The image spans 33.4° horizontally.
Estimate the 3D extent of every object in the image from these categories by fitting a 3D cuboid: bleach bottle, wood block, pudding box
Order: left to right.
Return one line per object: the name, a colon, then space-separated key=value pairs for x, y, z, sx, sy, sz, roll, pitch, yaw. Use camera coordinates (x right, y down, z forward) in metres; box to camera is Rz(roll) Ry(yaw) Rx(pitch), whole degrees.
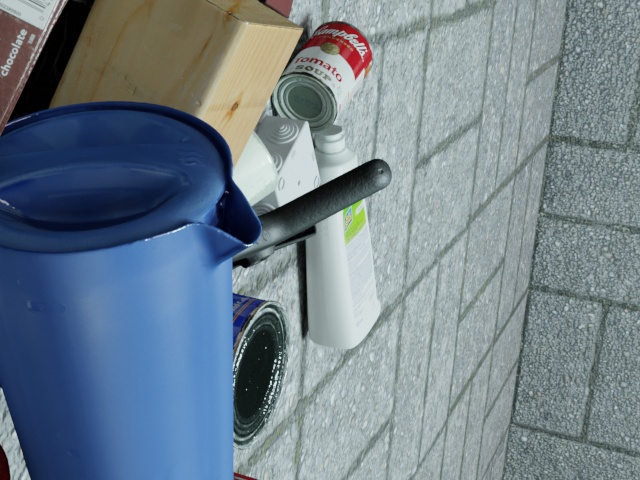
pudding box: x=-0.156 y=-0.100 z=0.493 sx=0.039 sy=0.090 sz=0.113 roll=27 pitch=92 yaw=-34
wood block: x=-0.106 y=-0.056 z=0.635 sx=0.206 sy=0.090 sz=0.090 roll=-61 pitch=167 yaw=18
bleach bottle: x=0.020 y=-0.009 z=1.163 sx=0.102 sy=0.068 sz=0.251 roll=-53 pitch=145 yaw=-52

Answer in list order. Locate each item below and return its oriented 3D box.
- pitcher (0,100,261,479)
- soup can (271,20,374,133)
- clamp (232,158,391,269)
pitcher: x=-0.115 y=0.058 z=0.555 sx=0.144 sy=0.149 sz=0.243 roll=-16 pitch=128 yaw=-21
soup can: x=0.003 y=-0.157 z=1.025 sx=0.102 sy=0.069 sz=0.068 roll=-59 pitch=152 yaw=-44
clamp: x=-0.056 y=0.001 z=0.868 sx=0.209 sy=0.036 sz=0.165 roll=-26 pitch=175 yaw=-21
